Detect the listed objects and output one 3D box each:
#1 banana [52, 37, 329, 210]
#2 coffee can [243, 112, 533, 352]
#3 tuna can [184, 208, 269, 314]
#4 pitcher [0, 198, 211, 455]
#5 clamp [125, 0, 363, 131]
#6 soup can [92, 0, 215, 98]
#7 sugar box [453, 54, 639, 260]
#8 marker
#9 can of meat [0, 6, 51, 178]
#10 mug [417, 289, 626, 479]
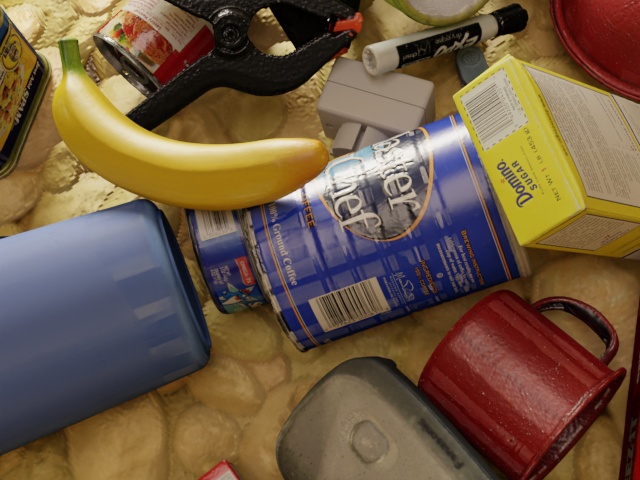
[{"bbox_3d":[-0.087,-0.054,0.604,0.198,0.037,0.070,25,114,24],"label":"banana"},{"bbox_3d":[0.039,-0.005,0.617,0.140,0.102,0.103,-20,70,9],"label":"coffee can"},{"bbox_3d":[-0.054,0.001,0.646,0.034,0.086,0.086,-16,70,3],"label":"tuna can"},{"bbox_3d":[-0.196,0.057,0.633,0.242,0.145,0.149,-20,83,-3],"label":"pitcher"},{"bbox_3d":[-0.061,-0.117,0.658,0.171,0.039,0.120,3,106,-4],"label":"clamp"},{"bbox_3d":[-0.092,-0.148,0.711,0.068,0.068,0.102,38,79,17],"label":"soup can"},{"bbox_3d":[0.151,-0.039,0.590,0.048,0.175,0.093,-33,65,31],"label":"sugar box"},{"bbox_3d":[0.082,-0.128,0.674,0.121,0.020,0.020,-20,68,-23],"label":"marker"},{"bbox_3d":[-0.230,-0.102,0.706,0.057,0.084,0.102,14,74,12],"label":"can of meat"},{"bbox_3d":[0.117,0.074,0.600,0.117,0.093,0.082,-40,66,-21],"label":"mug"}]
